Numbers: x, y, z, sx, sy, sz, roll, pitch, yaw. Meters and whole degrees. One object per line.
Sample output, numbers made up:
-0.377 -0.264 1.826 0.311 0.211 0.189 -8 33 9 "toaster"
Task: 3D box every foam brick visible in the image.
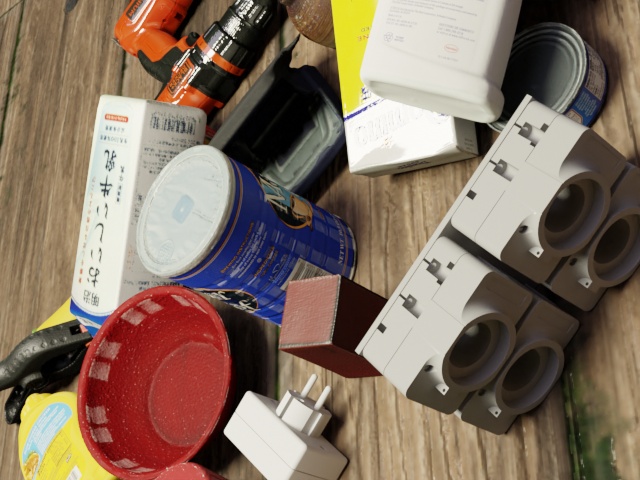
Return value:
0.017 0.063 0.764 0.053 0.078 0.051 -10 62 40 "foam brick"

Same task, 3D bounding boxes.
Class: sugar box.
0.060 -0.142 0.802 0.093 0.048 0.176 -11 80 32 "sugar box"

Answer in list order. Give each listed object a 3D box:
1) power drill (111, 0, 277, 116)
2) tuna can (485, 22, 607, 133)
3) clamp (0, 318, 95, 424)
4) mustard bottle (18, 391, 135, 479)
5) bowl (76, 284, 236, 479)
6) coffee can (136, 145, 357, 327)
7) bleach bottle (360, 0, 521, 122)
-0.132 -0.208 1.075 0.184 0.057 0.188 -49 43 15 "power drill"
0.155 -0.106 0.744 0.086 0.033 0.086 -23 54 36 "tuna can"
-0.278 0.129 1.035 0.171 0.120 0.039 -27 69 7 "clamp"
-0.226 0.192 0.959 0.192 0.058 0.096 36 100 49 "mustard bottle"
-0.124 0.121 0.882 0.162 0.055 0.162 -13 65 29 "bowl"
-0.055 0.001 0.822 0.103 0.140 0.103 -23 54 36 "coffee can"
0.107 -0.214 0.733 0.103 0.068 0.251 16 86 15 "bleach bottle"
